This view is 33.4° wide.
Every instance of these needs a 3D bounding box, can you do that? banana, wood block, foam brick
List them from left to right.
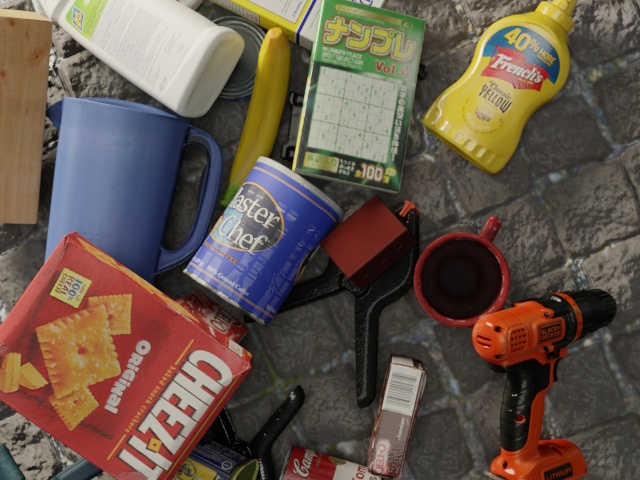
[{"bbox_3d":[-0.331,-0.127,1.081,0.090,0.091,0.206,2,106,-25],"label":"wood block"},{"bbox_3d":[-0.058,-0.128,1.085,0.037,0.069,0.198,17,116,-1],"label":"banana"},{"bbox_3d":[0.048,0.002,1.061,0.078,0.053,0.051,-41,70,3],"label":"foam brick"}]

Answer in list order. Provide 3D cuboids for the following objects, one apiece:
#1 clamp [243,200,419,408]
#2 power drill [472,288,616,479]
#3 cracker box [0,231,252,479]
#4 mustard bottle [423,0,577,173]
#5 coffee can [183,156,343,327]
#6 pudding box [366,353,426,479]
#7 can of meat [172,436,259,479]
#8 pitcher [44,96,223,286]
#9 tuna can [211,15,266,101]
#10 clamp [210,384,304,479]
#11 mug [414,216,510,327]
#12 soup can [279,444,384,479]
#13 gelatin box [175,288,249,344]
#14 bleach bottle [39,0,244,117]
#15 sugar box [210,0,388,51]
[{"bbox_3d":[0.043,0.056,1.100,0.165,0.036,0.210,42,92,15],"label":"clamp"},{"bbox_3d":[0.225,0.145,1.052,0.184,0.057,0.188,-10,102,-34],"label":"power drill"},{"bbox_3d":[-0.196,0.119,1.007,0.213,0.072,0.164,36,91,-5],"label":"cracker box"},{"bbox_3d":[0.195,-0.168,1.079,0.096,0.058,0.191,37,93,4],"label":"mustard bottle"},{"bbox_3d":[-0.057,0.001,1.073,0.103,0.103,0.140,33,85,5],"label":"coffee can"},{"bbox_3d":[0.075,0.176,1.077,0.039,0.090,0.113,15,91,2],"label":"pudding box"},{"bbox_3d":[-0.120,0.254,1.085,0.084,0.057,0.102,22,104,21],"label":"can of meat"},{"bbox_3d":[-0.205,-0.020,1.089,0.149,0.144,0.243,15,97,45],"label":"pitcher"},{"bbox_3d":[-0.090,-0.189,1.120,0.086,0.033,0.086,0,90,6],"label":"tuna can"},{"bbox_3d":[-0.073,0.218,1.115,0.120,0.039,0.171,0,96,21],"label":"clamp"},{"bbox_3d":[0.147,0.028,1.073,0.093,0.081,0.117,28,93,5],"label":"mug"},{"bbox_3d":[0.009,0.256,1.095,0.102,0.068,0.068,16,92,5],"label":"soup can"},{"bbox_3d":[-0.117,0.087,1.096,0.073,0.089,0.030,37,101,4],"label":"gelatin box"},{"bbox_3d":[-0.202,-0.231,1.099,0.251,0.068,0.103,37,105,19],"label":"bleach bottle"},{"bbox_3d":[-0.025,-0.254,1.085,0.176,0.048,0.093,28,84,0],"label":"sugar box"}]
